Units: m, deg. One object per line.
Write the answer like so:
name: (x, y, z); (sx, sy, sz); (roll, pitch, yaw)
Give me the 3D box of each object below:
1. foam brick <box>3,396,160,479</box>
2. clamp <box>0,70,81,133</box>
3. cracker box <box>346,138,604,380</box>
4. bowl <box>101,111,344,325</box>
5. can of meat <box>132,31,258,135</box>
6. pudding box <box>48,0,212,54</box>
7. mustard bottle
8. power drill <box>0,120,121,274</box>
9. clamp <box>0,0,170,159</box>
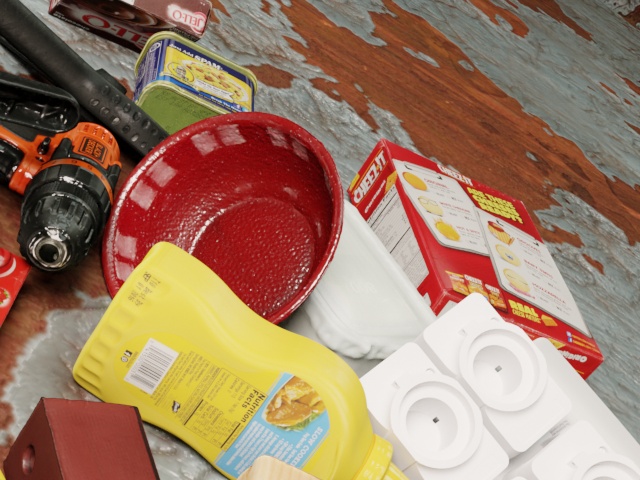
foam brick: (-0.108, 0.120, 0.496); (0.051, 0.053, 0.078); (12, 34, -38)
clamp: (-0.211, -0.077, 0.523); (0.171, 0.039, 0.120); (24, 24, -8)
cracker box: (0.121, 0.024, 0.887); (0.164, 0.072, 0.214); (22, 29, -26)
bowl: (-0.054, 0.001, 0.675); (0.162, 0.162, 0.055); (55, 1, 32)
can of meat: (-0.102, -0.112, 0.864); (0.102, 0.058, 0.084); (24, 32, -20)
pudding box: (-0.160, -0.194, 0.894); (0.113, 0.090, 0.039); (23, 72, -26)
mustard bottle: (-0.033, 0.088, 0.582); (0.191, 0.096, 0.058); (34, 27, -4)
power drill: (-0.210, -0.059, 0.636); (0.187, 0.057, 0.184); (30, 15, -15)
clamp: (-0.165, -0.107, 0.773); (0.210, 0.036, 0.165); (41, -4, -16)
